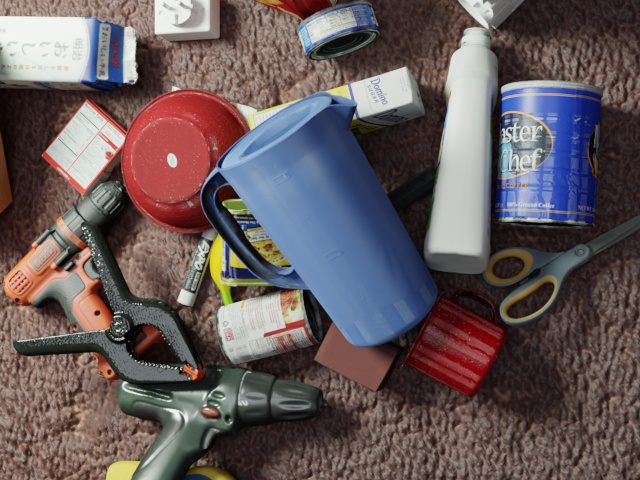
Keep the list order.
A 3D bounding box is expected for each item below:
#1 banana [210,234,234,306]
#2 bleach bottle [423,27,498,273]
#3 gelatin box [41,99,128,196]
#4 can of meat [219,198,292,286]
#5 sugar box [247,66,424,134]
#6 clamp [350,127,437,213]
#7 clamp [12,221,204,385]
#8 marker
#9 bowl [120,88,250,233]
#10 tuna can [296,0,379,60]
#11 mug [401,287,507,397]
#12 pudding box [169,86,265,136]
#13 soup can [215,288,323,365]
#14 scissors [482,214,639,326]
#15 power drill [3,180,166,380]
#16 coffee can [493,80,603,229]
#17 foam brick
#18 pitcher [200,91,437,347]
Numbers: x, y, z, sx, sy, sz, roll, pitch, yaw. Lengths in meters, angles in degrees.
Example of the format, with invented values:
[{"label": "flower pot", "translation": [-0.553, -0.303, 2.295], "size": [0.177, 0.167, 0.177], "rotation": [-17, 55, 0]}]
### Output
[{"label": "banana", "translation": [-0.061, -0.017, 1.188], "size": [0.069, 0.037, 0.198], "rotation": [41, 100, -15]}, {"label": "bleach bottle", "translation": [0.153, -0.098, 1.117], "size": [0.068, 0.102, 0.251], "rotation": [5, 77, 7]}, {"label": "gelatin box", "translation": [-0.267, -0.107, 1.238], "size": [0.073, 0.030, 0.089], "rotation": [42, 96, 12]}, {"label": "can of meat", "translation": [-0.058, 0.001, 1.144], "size": [0.102, 0.057, 0.084], "rotation": [0, 105, -6]}, {"label": "sugar box", "translation": [0.019, -0.134, 1.144], "size": [0.176, 0.093, 0.048], "rotation": [-13, 85, 12]}, {"label": "clamp", "translation": [0.054, -0.028, 1.149], "size": [0.120, 0.039, 0.171], "rotation": [16, 107, -18]}, {"label": "clamp", "translation": [-0.223, 0.101, 1.156], "size": [0.210, 0.036, 0.164], "rotation": [37, 92, 11]}, {"label": "marker", "translation": [-0.133, 0.015, 1.208], "size": [0.020, 0.020, 0.121], "rotation": [20, 92, 12]}, {"label": "bowl", "translation": [-0.154, -0.087, 1.162], "size": [0.162, 0.055, 0.162], "rotation": [1, 93, 15]}, {"label": "tuna can", "translation": [0.020, -0.225, 1.152], "size": [0.086, 0.086, 0.034], "rotation": [-19, 85, 11]}, {"label": "mug", "translation": [0.146, 0.101, 1.116], "size": [0.081, 0.093, 0.117], "rotation": [28, 57, 7]}, {"label": "pudding box", "translation": [-0.124, -0.117, 1.203], "size": [0.113, 0.039, 0.090], "rotation": [16, 94, 15]}, {"label": "soup can", "translation": [-0.056, 0.092, 1.163], "size": [0.102, 0.068, 0.068], "rotation": [-16, 84, 11]}, {"label": "scissors", "translation": [0.254, 0.008, 1.123], "size": [0.201, 0.016, 0.096], "rotation": [-42, 58, -8]}, {"label": "power drill", "translation": [-0.245, 0.050, 1.214], "size": [0.184, 0.057, 0.188], "rotation": [-44, 78, 7]}, {"label": "coffee can", "translation": [0.232, -0.085, 1.090], "size": [0.103, 0.102, 0.140], "rotation": [3, 88, 12]}, {"label": "foam brick", "translation": [0.043, 0.122, 1.148], "size": [0.078, 0.053, 0.051], "rotation": [26, 93, 13]}, {"label": "pitcher", "translation": [0.005, -0.012, 1.064], "size": [0.144, 0.149, 0.242], "rotation": [-42, 109, -27]}]
